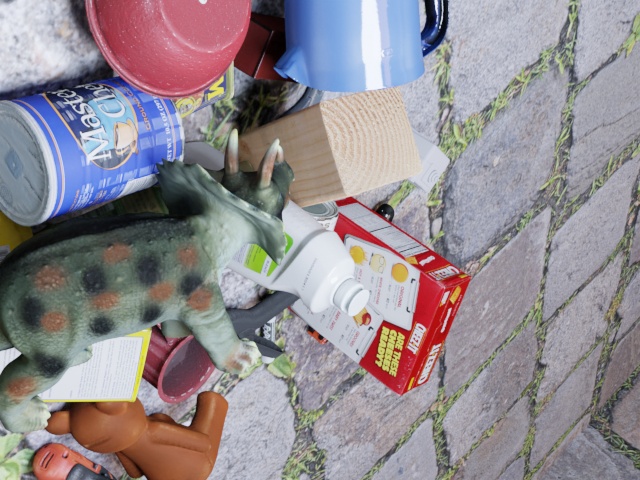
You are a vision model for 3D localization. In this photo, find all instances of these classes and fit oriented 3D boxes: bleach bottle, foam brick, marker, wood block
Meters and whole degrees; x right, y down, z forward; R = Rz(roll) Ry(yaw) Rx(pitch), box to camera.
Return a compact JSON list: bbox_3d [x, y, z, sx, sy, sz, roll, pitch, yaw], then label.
[{"bbox_3d":[-0.057,0.001,1.041,0.067,0.251,0.103,-14,132,-50],"label":"bleach bottle"},{"bbox_3d":[-0.051,-0.191,1.056,0.078,0.051,0.053,-4,123,-55],"label":"foam brick"},{"bbox_3d":[-0.068,0.113,1.384,0.020,0.020,0.121,-34,145,-33],"label":"marker"},{"bbox_3d":[-0.001,-0.084,1.062,0.090,0.206,0.090,-19,94,-29],"label":"wood block"}]

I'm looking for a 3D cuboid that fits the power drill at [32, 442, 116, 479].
[{"bbox_3d":[-0.213,0.300,1.194,0.057,0.188,0.184,-63,152,-17],"label":"power drill"}]

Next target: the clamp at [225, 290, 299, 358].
[{"bbox_3d":[-0.091,0.103,1.304,0.171,0.039,0.120,-5,124,-48],"label":"clamp"}]

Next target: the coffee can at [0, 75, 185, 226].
[{"bbox_3d":[-0.200,-0.080,0.898,0.140,0.103,0.103,-23,138,-44],"label":"coffee can"}]

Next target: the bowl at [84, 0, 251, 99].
[{"bbox_3d":[-0.111,-0.199,0.880,0.161,0.055,0.162,-3,94,-42],"label":"bowl"}]

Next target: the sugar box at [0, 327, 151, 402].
[{"bbox_3d":[-0.253,0.105,0.993,0.176,0.048,0.093,5,122,-19],"label":"sugar box"}]

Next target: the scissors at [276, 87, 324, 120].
[{"bbox_3d":[-0.018,-0.159,1.175,0.096,0.016,0.202,-21,137,-45],"label":"scissors"}]

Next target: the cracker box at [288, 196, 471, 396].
[{"bbox_3d":[0.063,0.061,1.321,0.071,0.214,0.164,-17,134,-48],"label":"cracker box"}]

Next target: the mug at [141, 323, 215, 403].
[{"bbox_3d":[-0.171,0.111,1.160,0.093,0.082,0.117,-45,148,-22],"label":"mug"}]

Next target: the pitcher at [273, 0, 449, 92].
[{"bbox_3d":[0.035,-0.265,0.973,0.149,0.145,0.243,-54,144,-62],"label":"pitcher"}]
